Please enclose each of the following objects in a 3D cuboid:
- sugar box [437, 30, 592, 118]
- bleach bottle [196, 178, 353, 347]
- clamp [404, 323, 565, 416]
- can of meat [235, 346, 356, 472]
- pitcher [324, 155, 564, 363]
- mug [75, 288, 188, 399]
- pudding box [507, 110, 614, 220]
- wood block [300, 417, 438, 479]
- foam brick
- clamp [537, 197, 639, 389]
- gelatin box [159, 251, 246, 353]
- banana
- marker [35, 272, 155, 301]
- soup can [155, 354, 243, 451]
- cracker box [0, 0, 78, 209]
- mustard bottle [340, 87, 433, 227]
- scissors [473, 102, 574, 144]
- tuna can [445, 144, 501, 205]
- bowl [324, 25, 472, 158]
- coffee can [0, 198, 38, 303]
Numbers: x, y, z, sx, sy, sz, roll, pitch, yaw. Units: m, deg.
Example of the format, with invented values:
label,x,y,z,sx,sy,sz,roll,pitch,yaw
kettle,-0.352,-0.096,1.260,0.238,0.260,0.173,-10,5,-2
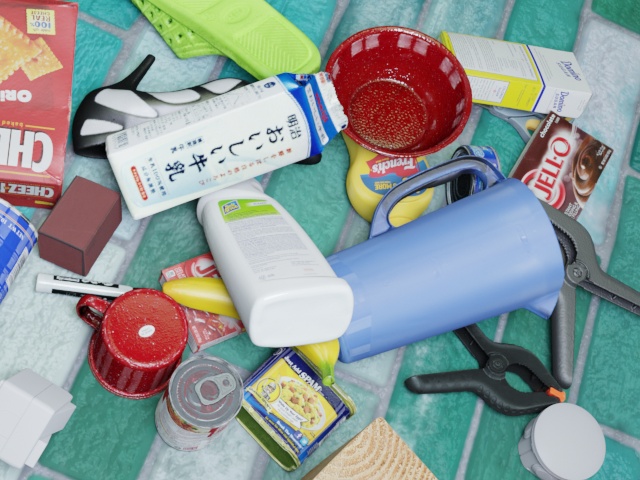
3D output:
label,x,y,z,sx,sy,sz,roll,pitch,yaw
sugar box,0.226,-0.198,1.273,0.176,0.048,0.093,9,41,-15
bleach bottle,-0.057,0.001,1.047,0.102,0.068,0.251,-5,35,-19
clamp,0.178,0.127,1.134,0.171,0.039,0.120,18,65,-9
can of meat,-0.030,0.162,1.044,0.102,0.057,0.083,45,64,6
pitcher,0.109,0.026,1.088,0.242,0.145,0.149,-20,36,-9
mug,-0.181,0.089,1.015,0.117,0.082,0.093,36,62,0
pudding box,0.275,-0.081,1.244,0.090,0.039,0.113,32,73,-2
wood block,0.021,0.240,0.939,0.090,0.206,0.091,-39,83,-28
foam brick,-0.237,-0.015,1.054,0.051,0.053,0.078,23,57,5
clamp,0.271,0.049,1.175,0.164,0.036,0.210,-34,85,-23
gelatin box,-0.112,0.059,1.079,0.073,0.030,0.089,-21,75,-24
banana,-0.056,0.073,1.028,0.198,0.037,0.069,25,23,19
marker,-0.219,0.050,1.056,0.121,0.020,0.020,9,65,-13
soup can,-0.115,0.154,0.995,0.068,0.102,0.068,6,65,-14
cracker box,-0.336,-0.148,1.079,0.164,0.072,0.213,5,66,-14
mustard bottle,0.075,-0.075,1.180,0.096,0.058,0.191,1,67,-15
scissors,0.229,-0.170,1.294,0.202,0.016,0.096,35,60,0
tuna can,0.169,-0.064,1.189,0.033,0.086,0.086,3,66,-14
bowl,0.078,-0.149,1.148,0.162,0.055,0.162,3,67,-8
coffee can,-0.338,0.033,0.980,0.102,0.103,0.140,25,62,-5
